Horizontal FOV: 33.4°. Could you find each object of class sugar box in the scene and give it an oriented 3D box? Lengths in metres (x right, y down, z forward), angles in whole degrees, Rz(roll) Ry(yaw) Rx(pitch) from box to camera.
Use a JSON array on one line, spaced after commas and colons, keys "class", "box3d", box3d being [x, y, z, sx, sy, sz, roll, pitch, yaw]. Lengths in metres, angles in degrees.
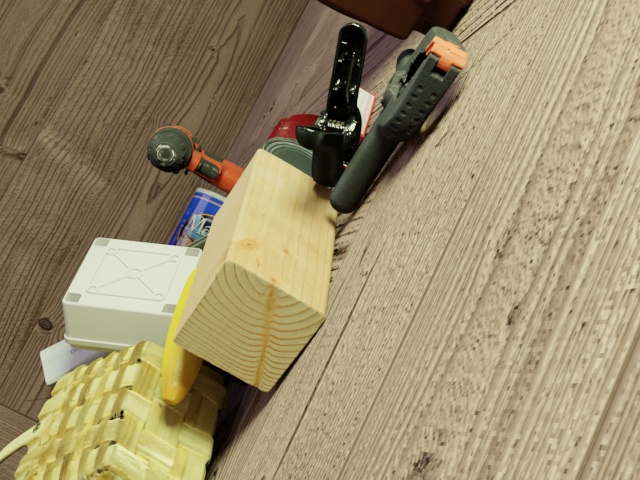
[{"class": "sugar box", "box3d": [-0.197, 0.141, 1.084, 0.093, 0.176, 0.048, -26, 55, 5]}]

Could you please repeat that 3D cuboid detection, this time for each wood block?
[{"class": "wood block", "box3d": [-0.048, 0.018, 0.902, 0.091, 0.090, 0.206, -54, 14, 26]}]

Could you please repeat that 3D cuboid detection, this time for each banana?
[{"class": "banana", "box3d": [-0.104, 0.065, 0.936, 0.197, 0.037, 0.070, -74, -14, -64]}]

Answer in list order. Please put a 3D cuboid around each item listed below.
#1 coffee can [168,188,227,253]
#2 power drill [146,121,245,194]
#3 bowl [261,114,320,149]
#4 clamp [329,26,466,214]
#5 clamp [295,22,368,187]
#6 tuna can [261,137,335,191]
[{"class": "coffee can", "box3d": [-0.158, 0.012, 1.478, 0.140, 0.102, 0.103, -63, 10, -9]}, {"class": "power drill", "box3d": [-0.112, -0.074, 1.233, 0.057, 0.187, 0.184, -59, 8, 7]}, {"class": "bowl", "box3d": [-0.048, -0.105, 1.384, 0.162, 0.055, 0.162, -58, 10, 17]}, {"class": "clamp", "box3d": [0.072, -0.121, 0.853, 0.164, 0.036, 0.210, -66, 7, -22]}, {"class": "clamp", "box3d": [0.016, -0.107, 0.927, 0.120, 0.039, 0.171, -63, -11, -13]}, {"class": "tuna can", "box3d": [-0.025, -0.060, 1.040, 0.034, 0.086, 0.086, -57, 10, 33]}]
